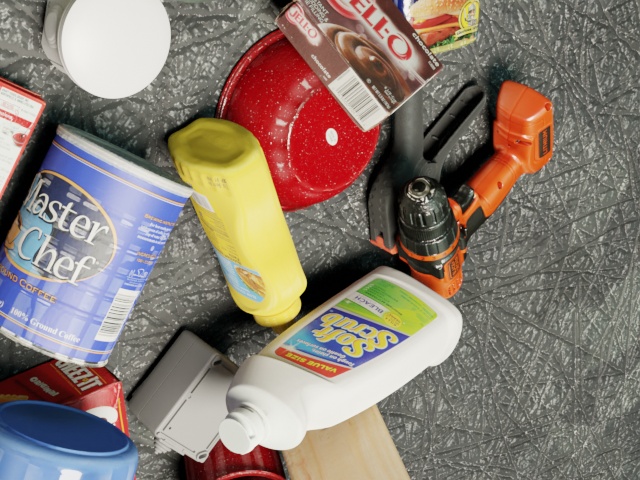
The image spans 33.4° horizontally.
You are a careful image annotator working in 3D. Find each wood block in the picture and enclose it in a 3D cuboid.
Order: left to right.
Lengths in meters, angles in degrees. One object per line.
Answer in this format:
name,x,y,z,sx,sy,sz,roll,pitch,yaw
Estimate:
wood block,0.021,0.190,0.899,0.090,0.206,0.091,-23,126,-2

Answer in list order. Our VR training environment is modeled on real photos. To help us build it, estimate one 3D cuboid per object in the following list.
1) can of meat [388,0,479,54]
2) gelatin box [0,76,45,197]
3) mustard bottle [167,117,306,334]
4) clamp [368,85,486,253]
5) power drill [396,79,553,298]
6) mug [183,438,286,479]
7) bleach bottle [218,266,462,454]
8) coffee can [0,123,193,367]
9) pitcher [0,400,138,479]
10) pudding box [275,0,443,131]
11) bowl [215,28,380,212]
can of meat,0.087,-0.203,0.887,0.101,0.058,0.084,-19,123,-31
gelatin box,-0.235,-0.071,0.707,0.073,0.030,0.089,24,94,-41
mustard bottle,-0.055,0.001,0.838,0.058,0.096,0.191,-35,129,-21
clamp,0.093,-0.073,0.964,0.120,0.039,0.171,-5,120,-40
power drill,0.136,-0.052,0.955,0.187,0.057,0.184,-50,156,-15
mug,-0.080,0.209,0.915,0.093,0.081,0.117,32,111,-31
bleach bottle,0.013,0.104,0.858,0.250,0.103,0.068,-31,148,-50
coffee can,-0.165,0.003,0.747,0.102,0.103,0.140,24,94,-43
pitcher,-0.216,0.233,0.706,0.149,0.145,0.243,10,99,-59
pudding box,0.031,-0.152,0.825,0.113,0.039,0.089,52,49,-7
bowl,-0.004,-0.091,0.866,0.161,0.055,0.162,-16,119,-32
